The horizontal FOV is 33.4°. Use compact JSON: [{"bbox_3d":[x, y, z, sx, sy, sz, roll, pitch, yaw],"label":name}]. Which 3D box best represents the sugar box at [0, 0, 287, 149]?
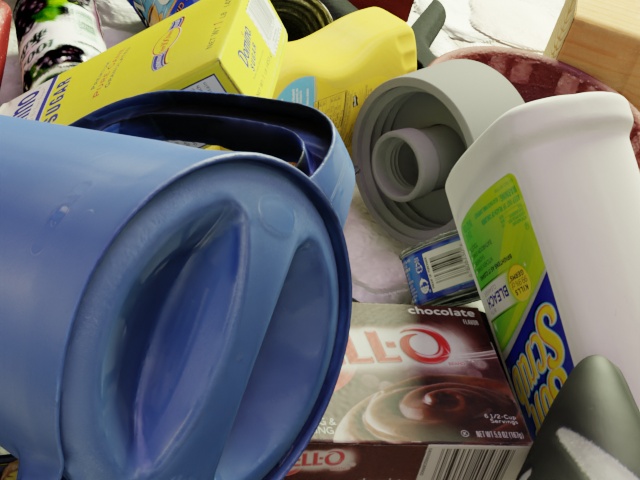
[{"bbox_3d":[-0.105,-0.066,0.551,0.176,0.048,0.093,-19,33,22],"label":"sugar box"}]

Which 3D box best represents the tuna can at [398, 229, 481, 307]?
[{"bbox_3d":[0.088,0.012,0.575,0.086,0.086,0.034,-10,80,-29],"label":"tuna can"}]

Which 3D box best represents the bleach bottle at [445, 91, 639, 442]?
[{"bbox_3d":[0.125,0.070,0.460,0.068,0.103,0.251,-9,73,-18],"label":"bleach bottle"}]

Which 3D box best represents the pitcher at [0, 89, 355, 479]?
[{"bbox_3d":[-0.110,0.004,0.428,0.243,0.145,0.148,17,14,39],"label":"pitcher"}]

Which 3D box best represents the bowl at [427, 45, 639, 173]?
[{"bbox_3d":[0.137,-0.063,0.706,0.162,0.055,0.162,10,39,-8],"label":"bowl"}]

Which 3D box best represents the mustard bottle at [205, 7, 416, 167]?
[{"bbox_3d":[-0.025,-0.072,0.628,0.058,0.096,0.191,38,44,26],"label":"mustard bottle"}]

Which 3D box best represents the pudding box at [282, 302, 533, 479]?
[{"bbox_3d":[0.025,0.067,0.467,0.113,0.039,0.090,5,36,-14],"label":"pudding box"}]
